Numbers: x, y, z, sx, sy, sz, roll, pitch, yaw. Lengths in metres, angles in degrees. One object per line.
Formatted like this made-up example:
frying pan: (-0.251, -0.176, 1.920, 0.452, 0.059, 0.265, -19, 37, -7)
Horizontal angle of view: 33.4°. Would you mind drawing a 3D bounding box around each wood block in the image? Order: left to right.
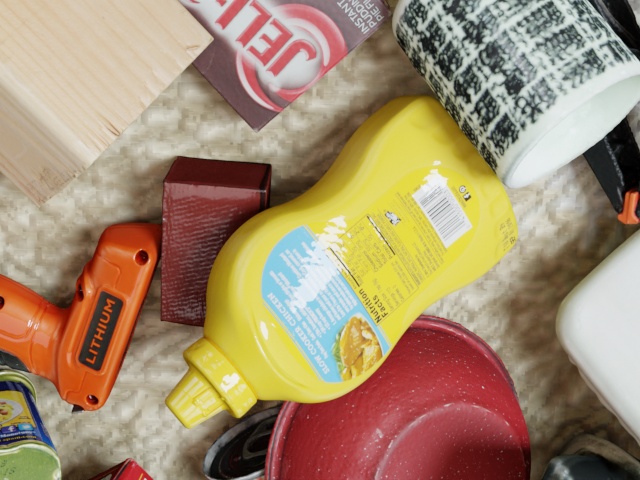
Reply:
wood block: (-0.161, -0.125, 0.475, 0.206, 0.090, 0.090, 46, 62, -13)

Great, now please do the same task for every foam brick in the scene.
foam brick: (-0.054, 0.001, 0.555, 0.051, 0.053, 0.078, 4, 108, 0)

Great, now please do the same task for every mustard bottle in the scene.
mustard bottle: (0.003, 0.021, 0.516, 0.191, 0.058, 0.096, -41, 113, -15)

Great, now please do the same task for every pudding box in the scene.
pudding box: (-0.034, -0.123, 0.517, 0.090, 0.039, 0.113, -39, 104, 15)

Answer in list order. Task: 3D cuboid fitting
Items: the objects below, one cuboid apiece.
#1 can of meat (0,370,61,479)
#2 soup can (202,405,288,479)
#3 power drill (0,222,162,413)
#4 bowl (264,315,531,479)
can of meat: (-0.193, 0.116, 0.563, 0.102, 0.084, 0.057, -7, 111, -24)
soup can: (-0.014, 0.153, 0.600, 0.068, 0.068, 0.102, -23, 108, 9)
power drill: (-0.179, -0.001, 0.556, 0.187, 0.057, 0.184, 19, 109, -4)
bowl: (0.054, 0.122, 0.558, 0.161, 0.055, 0.162, -4, 99, -24)
